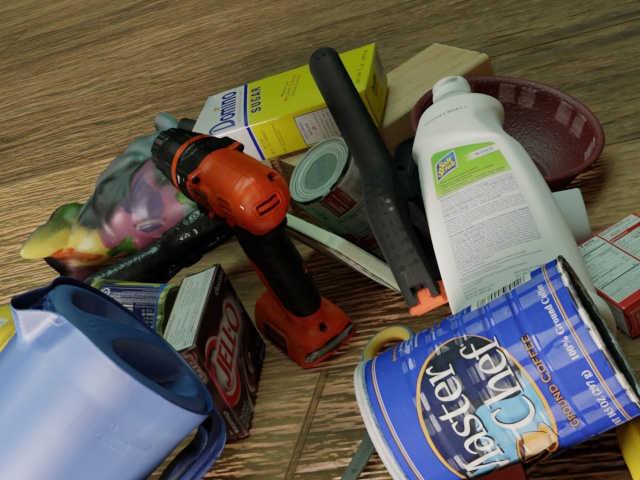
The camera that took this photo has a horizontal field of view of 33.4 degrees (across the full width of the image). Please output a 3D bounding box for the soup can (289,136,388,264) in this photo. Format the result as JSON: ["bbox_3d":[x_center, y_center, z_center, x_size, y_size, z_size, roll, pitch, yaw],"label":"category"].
[{"bbox_3d":[0.031,-0.033,0.898,0.069,0.102,0.068,-31,39,29],"label":"soup can"}]

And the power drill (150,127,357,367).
[{"bbox_3d":[-0.055,0.001,0.839,0.057,0.187,0.185,-37,32,-13],"label":"power drill"}]

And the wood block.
[{"bbox_3d":[0.067,-0.090,0.997,0.206,0.091,0.090,-34,30,-17],"label":"wood block"}]

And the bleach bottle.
[{"bbox_3d":[0.127,-0.025,0.772,0.103,0.068,0.251,-19,52,13],"label":"bleach bottle"}]

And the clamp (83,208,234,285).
[{"bbox_3d":[-0.129,0.009,0.977,0.171,0.039,0.120,-30,-4,1],"label":"clamp"}]

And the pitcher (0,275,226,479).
[{"bbox_3d":[-0.186,0.158,0.700,0.243,0.149,0.145,-50,-10,4],"label":"pitcher"}]

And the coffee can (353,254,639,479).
[{"bbox_3d":[0.105,0.086,0.631,0.140,0.102,0.103,-30,27,15],"label":"coffee can"}]

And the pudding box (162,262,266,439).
[{"bbox_3d":[-0.082,0.086,0.820,0.039,0.090,0.113,-18,29,14],"label":"pudding box"}]

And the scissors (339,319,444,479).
[{"bbox_3d":[0.034,0.119,0.752,0.201,0.016,0.096,-42,31,-28],"label":"scissors"}]

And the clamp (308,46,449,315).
[{"bbox_3d":[0.052,-0.042,0.813,0.036,0.164,0.210,-28,49,21],"label":"clamp"}]

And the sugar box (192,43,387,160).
[{"bbox_3d":[-0.029,-0.119,0.975,0.176,0.048,0.093,-13,33,18],"label":"sugar box"}]

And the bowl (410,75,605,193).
[{"bbox_3d":[0.155,-0.077,0.907,0.162,0.055,0.162,1,39,-1],"label":"bowl"}]

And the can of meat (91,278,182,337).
[{"bbox_3d":[-0.132,0.063,0.896,0.084,0.057,0.101,0,-6,34],"label":"can of meat"}]
